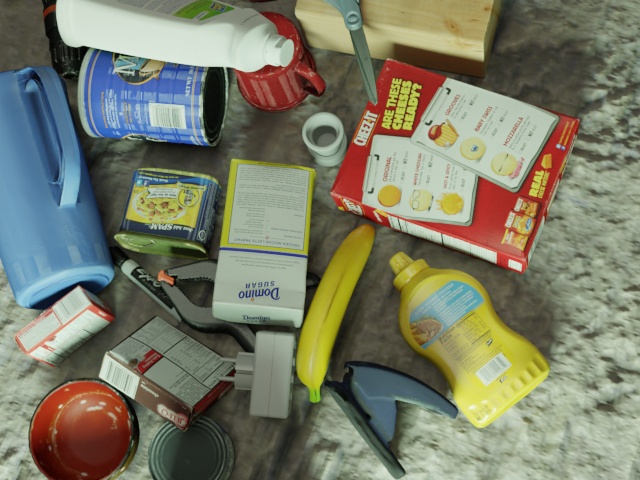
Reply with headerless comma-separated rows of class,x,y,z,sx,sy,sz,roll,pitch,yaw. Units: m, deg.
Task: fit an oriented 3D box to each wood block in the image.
wood block,0.087,-0.253,1.166,0.206,0.091,0.090,12,76,12

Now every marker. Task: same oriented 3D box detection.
marker,-0.189,0.046,1.161,0.121,0.020,0.020,39,83,16

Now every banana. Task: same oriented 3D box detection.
banana,0.012,0.066,1.098,0.037,0.069,0.198,18,78,10

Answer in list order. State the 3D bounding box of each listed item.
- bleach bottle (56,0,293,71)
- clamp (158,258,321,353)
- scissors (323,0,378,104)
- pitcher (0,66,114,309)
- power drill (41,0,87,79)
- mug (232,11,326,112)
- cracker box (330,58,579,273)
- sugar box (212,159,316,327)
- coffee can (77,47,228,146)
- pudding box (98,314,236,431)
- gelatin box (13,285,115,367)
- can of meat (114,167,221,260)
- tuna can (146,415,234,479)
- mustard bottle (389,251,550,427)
bleach bottle,-0.147,-0.221,1.116,0.251,0.068,0.102,19,42,23
clamp,-0.091,0.077,1.121,0.171,0.039,0.120,11,72,4
scissors,0.015,-0.235,1.116,0.096,0.016,0.202,0,75,11
pitcher,-0.302,-0.058,1.147,0.145,0.149,0.243,-22,75,2
power drill,-0.234,-0.286,1.243,0.188,0.057,0.184,-10,73,6
mug,-0.046,-0.193,1.174,0.117,0.081,0.093,32,81,16
cracker box,0.141,-0.078,1.118,0.214,0.072,0.164,20,78,15
sugar box,-0.057,0.001,1.111,0.093,0.048,0.176,6,61,-1
coffee can,-0.182,-0.160,1.175,0.140,0.103,0.103,5,75,10
pudding box,-0.154,0.134,1.095,0.113,0.089,0.039,31,124,14
gelatin box,-0.271,0.092,1.133,0.089,0.073,0.030,-38,71,-2
can of meat,-0.163,-0.030,1.160,0.102,0.057,0.084,8,73,10
tuna can,-0.132,0.222,1.094,0.086,0.033,0.086,-2,74,8
mustard bottle,0.135,0.087,1.078,0.096,0.058,0.192,-39,72,-2
